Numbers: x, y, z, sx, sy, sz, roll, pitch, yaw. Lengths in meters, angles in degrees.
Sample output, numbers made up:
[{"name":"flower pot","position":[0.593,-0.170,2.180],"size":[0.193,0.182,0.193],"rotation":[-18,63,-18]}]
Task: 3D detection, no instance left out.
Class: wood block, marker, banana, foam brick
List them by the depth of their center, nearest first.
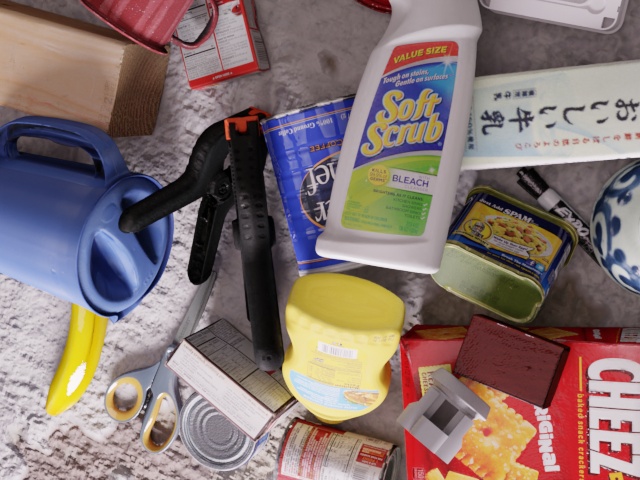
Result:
[{"name":"foam brick","position":[0.152,0.095,0.849],"size":[0.078,0.053,0.051],"rotation":[21,92,20]},{"name":"marker","position":[0.211,-0.017,0.900],"size":[0.121,0.020,0.020],"rotation":[47,110,8]},{"name":"wood block","position":[-0.259,-0.168,1.010],"size":[0.206,0.090,0.090],"rotation":[18,104,17]},{"name":"banana","position":[-0.244,0.090,1.078],"size":[0.070,0.037,0.198],"rotation":[17,103,47]}]

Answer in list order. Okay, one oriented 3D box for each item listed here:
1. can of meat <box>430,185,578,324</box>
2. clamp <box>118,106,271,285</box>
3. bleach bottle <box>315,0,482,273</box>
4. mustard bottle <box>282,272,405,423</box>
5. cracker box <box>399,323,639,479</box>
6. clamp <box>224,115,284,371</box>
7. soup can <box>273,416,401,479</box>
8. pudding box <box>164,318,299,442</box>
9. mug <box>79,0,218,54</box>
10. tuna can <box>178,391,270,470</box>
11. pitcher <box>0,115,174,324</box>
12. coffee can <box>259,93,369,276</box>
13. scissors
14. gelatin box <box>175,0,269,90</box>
[{"name":"can of meat","position":[0.150,0.012,0.884],"size":[0.102,0.083,0.057],"rotation":[26,135,14]},{"name":"clamp","position":[-0.097,-0.042,0.972],"size":[0.039,0.120,0.171],"rotation":[34,75,36]},{"name":"bleach bottle","position":[0.065,-0.105,0.832],"size":[0.102,0.068,0.251],"rotation":[9,92,8]},{"name":"mustard bottle","position":[0.016,0.107,0.932],"size":[0.096,0.058,0.192],"rotation":[12,142,5]},{"name":"cracker box","position":[0.179,0.158,0.912],"size":[0.214,0.072,0.164],"rotation":[0,98,20]},{"name":"clamp","position":[-0.056,0.001,0.915],"size":[0.036,0.164,0.210],"rotation":[-7,108,-6]},{"name":"soup can","position":[0.016,0.208,0.982],"size":[0.102,0.068,0.068],"rotation":[12,103,18]},{"name":"pudding box","position":[-0.077,0.127,0.992],"size":[0.113,0.090,0.039],"rotation":[37,108,10]},{"name":"mug","position":[-0.142,-0.216,0.935],"size":[0.117,0.093,0.081],"rotation":[32,101,-16]},{"name":"tuna can","position":[-0.094,0.179,1.036],"size":[0.086,0.033,0.086],"rotation":[3,100,20]},{"name":"pitcher","position":[-0.269,-0.031,1.004],"size":[0.243,0.145,0.149],"rotation":[15,77,27]},{"name":"coffee can","position":[0.014,-0.048,0.922],"size":[0.103,0.102,0.140],"rotation":[-13,94,21]},{"name":"scissors","position":[-0.163,0.114,1.060],"size":[0.096,0.016,0.202],"rotation":[15,104,17]},{"name":"gelatin box","position":[-0.093,-0.190,0.978],"size":[0.073,0.030,0.089],"rotation":[-13,92,22]}]
